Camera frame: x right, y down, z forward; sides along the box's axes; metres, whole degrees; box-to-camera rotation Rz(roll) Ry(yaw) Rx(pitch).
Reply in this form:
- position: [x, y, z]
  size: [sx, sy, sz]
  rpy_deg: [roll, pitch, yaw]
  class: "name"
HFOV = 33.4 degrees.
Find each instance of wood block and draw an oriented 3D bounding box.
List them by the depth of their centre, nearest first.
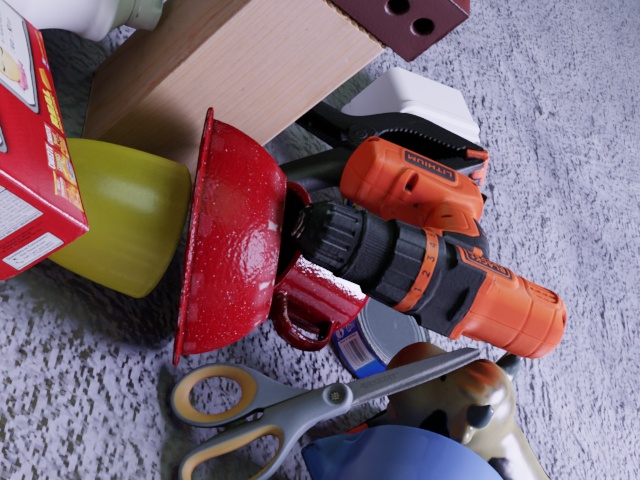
- position: [-0.061, -0.122, 0.716]
  size: [0.090, 0.206, 0.090]
  rpy_deg: [30, 42, -32]
  class: "wood block"

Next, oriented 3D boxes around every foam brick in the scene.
- position: [0.046, -0.156, 0.644]
  size: [0.078, 0.053, 0.051]
  rpy_deg: [32, 41, -30]
  class: "foam brick"

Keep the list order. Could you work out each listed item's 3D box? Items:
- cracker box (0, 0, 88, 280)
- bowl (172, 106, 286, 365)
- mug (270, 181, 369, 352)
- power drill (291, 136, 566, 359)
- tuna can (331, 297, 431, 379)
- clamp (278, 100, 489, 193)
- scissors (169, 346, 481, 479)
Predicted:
- position: [-0.220, -0.093, 0.533]
  size: [0.213, 0.072, 0.164]
  rpy_deg: [41, 22, -53]
  class: "cracker box"
- position: [-0.054, 0.001, 0.664]
  size: [0.055, 0.162, 0.162]
  rpy_deg: [8, 48, -5]
  class: "bowl"
- position: [-0.013, 0.026, 0.758]
  size: [0.081, 0.093, 0.117]
  rpy_deg: [33, 38, -37]
  class: "mug"
- position: [0.060, -0.005, 0.709]
  size: [0.184, 0.057, 0.187]
  rpy_deg: [25, 22, -16]
  class: "power drill"
- position: [0.047, 0.073, 0.840]
  size: [0.086, 0.034, 0.086]
  rpy_deg: [30, 42, -32]
  class: "tuna can"
- position: [0.023, -0.064, 0.835]
  size: [0.210, 0.036, 0.164]
  rpy_deg: [13, 46, 8]
  class: "clamp"
- position: [-0.007, 0.089, 0.673]
  size: [0.201, 0.016, 0.096]
  rpy_deg: [-31, 61, -14]
  class: "scissors"
